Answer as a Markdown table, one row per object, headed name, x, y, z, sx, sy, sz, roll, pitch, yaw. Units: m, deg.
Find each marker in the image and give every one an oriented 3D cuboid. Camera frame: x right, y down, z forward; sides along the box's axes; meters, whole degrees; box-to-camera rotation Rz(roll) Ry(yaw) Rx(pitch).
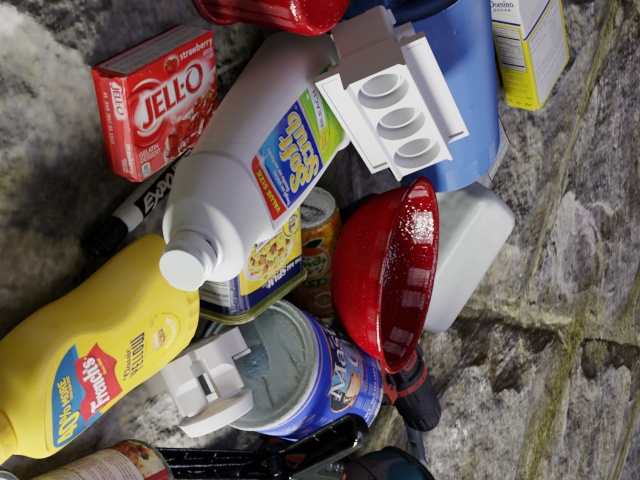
| name | x | y | z | sx | sy | sz | roll | pitch | yaw |
| --- | --- | --- | --- | --- | --- | --- | --- | --- | --- |
| marker | -0.114 | -0.031 | 0.711 | 0.121 | 0.020 | 0.020 | -51 | 145 | -33 |

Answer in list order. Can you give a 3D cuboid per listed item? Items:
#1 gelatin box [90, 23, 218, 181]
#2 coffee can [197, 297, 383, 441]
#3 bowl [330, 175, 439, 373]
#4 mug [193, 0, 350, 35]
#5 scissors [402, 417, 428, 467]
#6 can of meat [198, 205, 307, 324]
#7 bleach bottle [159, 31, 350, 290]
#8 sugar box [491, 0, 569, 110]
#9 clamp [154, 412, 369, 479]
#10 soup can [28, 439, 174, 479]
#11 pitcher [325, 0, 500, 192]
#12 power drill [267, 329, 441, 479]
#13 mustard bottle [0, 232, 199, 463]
| name | x | y | z | sx | sy | sz | roll | pitch | yaw |
| --- | --- | --- | --- | --- | --- | --- | --- | --- | --- |
| gelatin box | -0.103 | -0.090 | 0.686 | 0.089 | 0.030 | 0.073 | -40 | 138 | -45 |
| coffee can | -0.021 | 0.109 | 0.861 | 0.140 | 0.103 | 0.103 | 33 | 76 | -60 |
| bowl | 0.050 | 0.025 | 0.874 | 0.162 | 0.055 | 0.162 | 9 | 90 | -69 |
| mug | -0.023 | -0.180 | 0.721 | 0.117 | 0.082 | 0.093 | 24 | 84 | -61 |
| scissors | 0.106 | 0.224 | 1.139 | 0.096 | 0.016 | 0.202 | 27 | 50 | -76 |
| can of meat | -0.055 | 0.001 | 0.792 | 0.101 | 0.058 | 0.084 | -36 | 132 | -48 |
| bleach bottle | -0.043 | -0.046 | 0.705 | 0.250 | 0.068 | 0.102 | -64 | 150 | -51 |
| sugar box | 0.226 | -0.235 | 1.163 | 0.093 | 0.048 | 0.176 | -57 | 144 | -25 |
| clamp | -0.043 | 0.177 | 0.829 | 0.210 | 0.164 | 0.036 | 82 | 1 | -68 |
| soup can | -0.153 | 0.178 | 0.707 | 0.102 | 0.069 | 0.068 | -13 | 116 | -57 |
| pitcher | 0.075 | -0.142 | 0.884 | 0.242 | 0.149 | 0.145 | 67 | 33 | -54 |
| power drill | 0.039 | 0.168 | 1.015 | 0.187 | 0.057 | 0.184 | -54 | 128 | -33 |
| mustard bottle | -0.155 | 0.078 | 0.658 | 0.191 | 0.058 | 0.096 | -40 | 150 | -44 |
